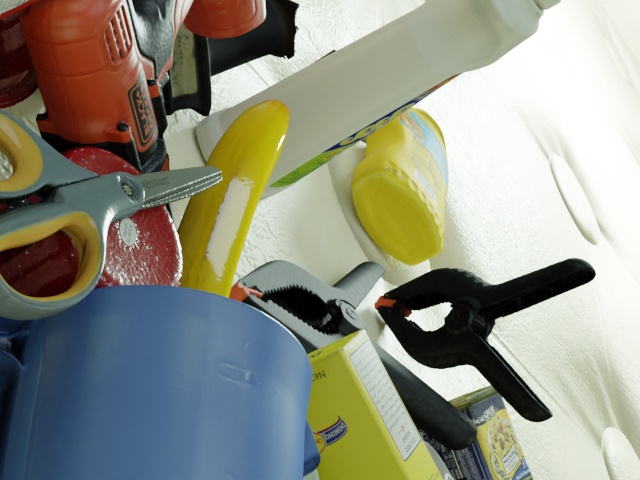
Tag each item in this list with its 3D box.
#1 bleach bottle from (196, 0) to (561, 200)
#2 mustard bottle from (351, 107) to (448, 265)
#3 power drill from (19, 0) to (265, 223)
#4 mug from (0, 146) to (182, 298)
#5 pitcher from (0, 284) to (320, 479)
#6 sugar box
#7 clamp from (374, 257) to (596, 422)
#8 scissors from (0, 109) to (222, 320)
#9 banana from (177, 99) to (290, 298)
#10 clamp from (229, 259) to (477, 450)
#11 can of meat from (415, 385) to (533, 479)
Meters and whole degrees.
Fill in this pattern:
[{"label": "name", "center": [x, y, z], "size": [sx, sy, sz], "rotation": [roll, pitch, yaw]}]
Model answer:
[{"label": "bleach bottle", "center": [0.044, -0.110, 0.700], "size": [0.068, 0.251, 0.102], "rotation": [63, 26, 1]}, {"label": "mustard bottle", "center": [0.076, -0.067, 0.944], "size": [0.096, 0.058, 0.191], "rotation": [50, 28, -21]}, {"label": "power drill", "center": [-0.083, -0.094, 0.567], "size": [0.184, 0.057, 0.187], "rotation": [86, 18, -47]}, {"label": "mug", "center": [-0.123, 0.008, 0.472], "size": [0.117, 0.082, 0.093], "rotation": [17, 51, -56]}, {"label": "pitcher", "center": [-0.079, 0.142, 0.388], "size": [0.145, 0.149, 0.243], "rotation": [81, 7, -50]}, {"label": "sugar box", "center": [0.022, 0.148, 0.594], "size": [0.176, 0.093, 0.048], "rotation": [62, 26, 1]}, {"label": "clamp", "center": [0.119, 0.053, 0.788], "size": [0.120, 0.172, 0.039], "rotation": [-59, 138, -13]}, {"label": "scissors", "center": [-0.098, -0.031, 0.441], "size": [0.096, 0.016, 0.201], "rotation": [53, 23, -11]}, {"label": "banana", "center": [-0.055, -0.002, 0.577], "size": [0.069, 0.037, 0.197], "rotation": [88, 17, -70]}, {"label": "clamp", "center": [0.008, 0.053, 0.712], "size": [0.209, 0.036, 0.165], "rotation": [24, 29, -41]}, {"label": "can of meat", "center": [0.114, 0.159, 0.798], "size": [0.101, 0.058, 0.084], "rotation": [-4, 71, -62]}]
